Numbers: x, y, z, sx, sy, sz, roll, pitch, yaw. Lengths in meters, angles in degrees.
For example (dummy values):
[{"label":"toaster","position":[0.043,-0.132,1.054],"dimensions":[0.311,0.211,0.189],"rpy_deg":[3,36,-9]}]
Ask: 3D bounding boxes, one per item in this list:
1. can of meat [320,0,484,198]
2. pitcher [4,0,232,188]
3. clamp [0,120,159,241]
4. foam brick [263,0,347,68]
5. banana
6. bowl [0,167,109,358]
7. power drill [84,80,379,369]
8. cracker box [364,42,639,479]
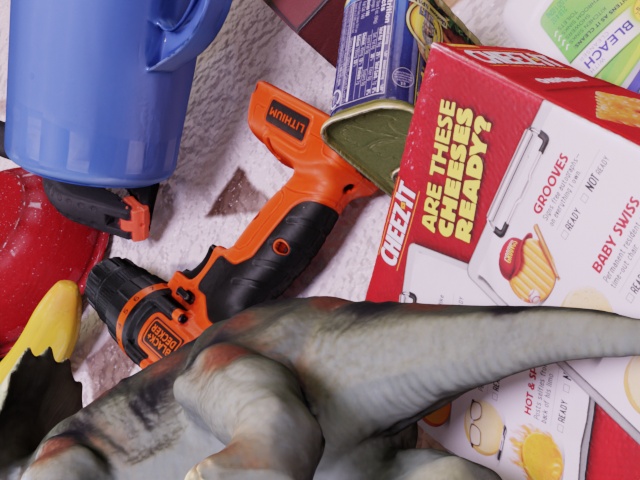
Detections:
[{"label":"can of meat","position":[0.050,-0.076,0.563],"dimensions":[0.058,0.102,0.084],"rpy_deg":[-13,57,35]},{"label":"pitcher","position":[-0.119,-0.157,0.642],"dimensions":[0.149,0.145,0.243],"rpy_deg":[-101,20,-75]},{"label":"clamp","position":[-0.175,-0.056,0.749],"dimensions":[0.120,0.039,0.172],"rpy_deg":[-20,44,-17]},{"label":"foam brick","position":[0.013,-0.135,0.643],"dimensions":[0.051,0.078,0.053],"rpy_deg":[-47,48,9]},{"label":"banana","position":[-0.226,0.095,0.726],"dimensions":[0.198,0.069,0.037],"rpy_deg":[-28,23,20]},{"label":"bowl","position":[-0.231,0.003,0.772],"dimensions":[0.162,0.055,0.162],"rpy_deg":[-19,50,23]},{"label":"power drill","position":[-0.054,0.001,0.641],"dimensions":[0.185,0.057,0.187],"rpy_deg":[33,92,45]},{"label":"cracker box","position":[0.115,0.031,0.430],"dimensions":[0.214,0.071,0.164],"rpy_deg":[39,123,45]}]
